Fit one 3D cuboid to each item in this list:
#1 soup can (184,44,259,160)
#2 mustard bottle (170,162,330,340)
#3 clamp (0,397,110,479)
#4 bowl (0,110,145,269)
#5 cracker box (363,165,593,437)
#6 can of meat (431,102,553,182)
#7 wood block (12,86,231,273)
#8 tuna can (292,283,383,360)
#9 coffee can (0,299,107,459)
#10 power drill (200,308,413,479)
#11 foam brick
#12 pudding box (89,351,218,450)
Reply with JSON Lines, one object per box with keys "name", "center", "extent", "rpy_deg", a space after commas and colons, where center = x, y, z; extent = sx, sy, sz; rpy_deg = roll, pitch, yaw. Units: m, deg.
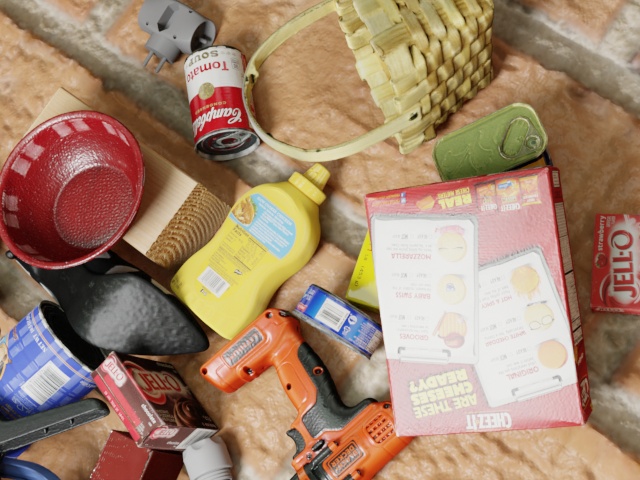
{"name": "soup can", "center": [-0.104, -0.144, 1.115], "extent": [0.068, 0.068, 0.102], "rpy_deg": [-15, 69, 14]}
{"name": "mustard bottle", "center": [-0.057, 0.001, 1.061], "extent": [0.096, 0.058, 0.191], "rpy_deg": [39, 90, 30]}
{"name": "clamp", "center": [-0.310, 0.207, 0.982], "extent": [0.210, 0.036, 0.164], "rpy_deg": [8, 67, 20]}
{"name": "bowl", "center": [-0.232, -0.042, 1.034], "extent": [0.162, 0.055, 0.162], "rpy_deg": [-6, 70, 16]}
{"name": "cracker box", "center": [0.136, 0.053, 0.917], "extent": [0.164, 0.072, 0.214], "rpy_deg": [-8, 91, 23]}
{"name": "can of meat", "center": [0.163, -0.073, 0.993], "extent": [0.102, 0.084, 0.057], "rpy_deg": [-25, 68, 10]}
{"name": "wood block", "center": [-0.208, -0.062, 1.114], "extent": [0.206, 0.090, 0.091], "rpy_deg": [34, 87, 25]}
{"name": "tuna can", "center": [0.018, 0.076, 0.999], "extent": [0.086, 0.086, 0.034], "rpy_deg": [30, 84, 24]}
{"name": "coffee can", "center": [-0.297, 0.144, 1.077], "extent": [0.140, 0.102, 0.103], "rpy_deg": [-42, 66, 3]}
{"name": "power drill", "center": [-0.031, 0.172, 1.005], "extent": [0.184, 0.057, 0.188], "rpy_deg": [-41, 68, 1]}
{"name": "foam brick", "center": [-0.175, 0.218, 1.028], "extent": [0.051, 0.078, 0.053], "rpy_deg": [21, 82, 21]}
{"name": "pudding box", "center": [-0.158, 0.155, 1.020], "extent": [0.039, 0.113, 0.090], "rpy_deg": [-42, 66, 6]}
